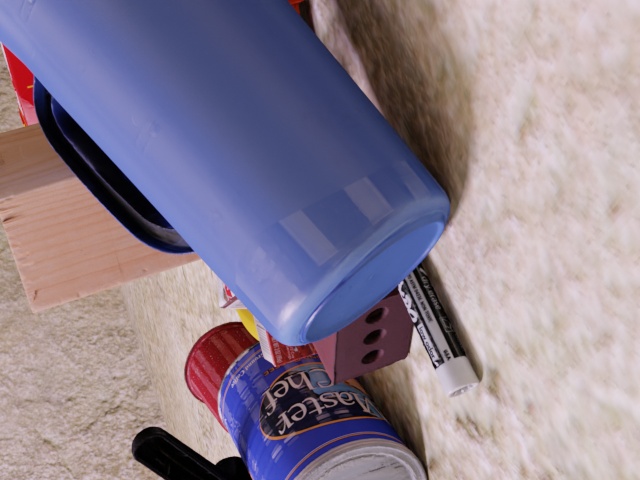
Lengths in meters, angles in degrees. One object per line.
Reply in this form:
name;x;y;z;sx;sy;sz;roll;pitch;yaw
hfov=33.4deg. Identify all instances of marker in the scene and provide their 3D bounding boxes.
marker;0.051;0.026;0.574;0.020;0.020;0.121;103;146;-63

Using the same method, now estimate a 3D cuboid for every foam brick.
foam brick;0.022;0.038;0.630;0.078;0.053;0.051;91;157;-53

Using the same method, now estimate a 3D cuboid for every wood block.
wood block;-0.106;-0.040;0.703;0.090;0.206;0.091;-128;25;-54

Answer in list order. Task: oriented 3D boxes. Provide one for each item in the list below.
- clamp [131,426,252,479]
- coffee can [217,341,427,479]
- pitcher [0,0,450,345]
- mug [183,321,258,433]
clamp;-0.056;0.187;0.745;0.164;0.036;0.210;52;-177;4
coffee can;-0.003;0.141;0.736;0.140;0.102;0.103;-129;26;-55
pitcher;-0.055;-0.061;0.546;0.243;0.145;0.149;49;172;15
mug;-0.066;0.142;1.019;0.117;0.093;0.082;45;177;-34
